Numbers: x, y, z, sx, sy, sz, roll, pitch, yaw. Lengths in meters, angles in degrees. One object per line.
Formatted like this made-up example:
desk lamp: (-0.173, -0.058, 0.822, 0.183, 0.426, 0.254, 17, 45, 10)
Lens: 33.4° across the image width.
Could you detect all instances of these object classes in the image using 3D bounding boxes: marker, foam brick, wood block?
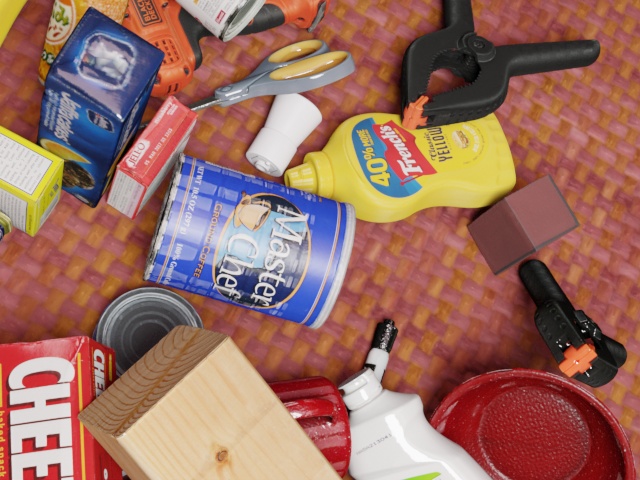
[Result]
marker: (0.038, 0.119, 0.859, 0.020, 0.020, 0.121, 23, 69, -8)
foam brick: (0.171, -0.012, 0.906, 0.052, 0.078, 0.051, -28, 82, -24)
wood block: (-0.045, 0.162, 0.677, 0.090, 0.090, 0.206, -43, 108, -22)

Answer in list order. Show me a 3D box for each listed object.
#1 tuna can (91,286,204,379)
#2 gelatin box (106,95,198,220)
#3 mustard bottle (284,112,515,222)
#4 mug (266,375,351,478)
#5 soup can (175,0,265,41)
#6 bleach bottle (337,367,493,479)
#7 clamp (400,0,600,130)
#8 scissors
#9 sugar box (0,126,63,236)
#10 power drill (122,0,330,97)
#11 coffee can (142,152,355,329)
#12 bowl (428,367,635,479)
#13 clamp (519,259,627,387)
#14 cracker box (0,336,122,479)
tuna can: (-0.131, 0.079, 0.816, 0.086, 0.034, 0.086, 4, 73, -14)
gelatin box: (-0.132, -0.063, 0.829, 0.030, 0.089, 0.073, 34, 68, -4)
mustard bottle: (0.062, -0.064, 0.900, 0.191, 0.058, 0.096, -10, 68, -18)
mug: (-0.025, 0.140, 0.786, 0.081, 0.117, 0.093, -5, 63, -22)
soup can: (-0.093, -0.214, 0.837, 0.102, 0.069, 0.068, 41, 67, -1)
bleach bottle: (0.100, 0.204, 0.803, 0.103, 0.068, 0.251, -33, 90, 11)
clamp: (0.143, -0.156, 0.928, 0.164, 0.036, 0.209, 30, 54, 10)
scissors: (-0.070, -0.132, 0.899, 0.202, 0.096, 0.016, -13, 120, 6)
sugar box: (-0.278, -0.072, 0.788, 0.176, 0.093, 0.048, 31, 67, -5)
power drill: (-0.099, -0.226, 0.907, 0.187, 0.057, 0.184, -21, 80, -18)
coffee can: (-0.055, 0.001, 0.824, 0.140, 0.103, 0.103, 17, 70, -10)
bowl: (0.163, 0.166, 0.834, 0.162, 0.162, 0.055, 46, 24, 1)
clamp: (0.212, 0.081, 0.861, 0.120, 0.171, 0.039, 38, 108, -5)
cracker box: (-0.244, 0.158, 0.706, 0.214, 0.072, 0.164, -8, 75, 4)
